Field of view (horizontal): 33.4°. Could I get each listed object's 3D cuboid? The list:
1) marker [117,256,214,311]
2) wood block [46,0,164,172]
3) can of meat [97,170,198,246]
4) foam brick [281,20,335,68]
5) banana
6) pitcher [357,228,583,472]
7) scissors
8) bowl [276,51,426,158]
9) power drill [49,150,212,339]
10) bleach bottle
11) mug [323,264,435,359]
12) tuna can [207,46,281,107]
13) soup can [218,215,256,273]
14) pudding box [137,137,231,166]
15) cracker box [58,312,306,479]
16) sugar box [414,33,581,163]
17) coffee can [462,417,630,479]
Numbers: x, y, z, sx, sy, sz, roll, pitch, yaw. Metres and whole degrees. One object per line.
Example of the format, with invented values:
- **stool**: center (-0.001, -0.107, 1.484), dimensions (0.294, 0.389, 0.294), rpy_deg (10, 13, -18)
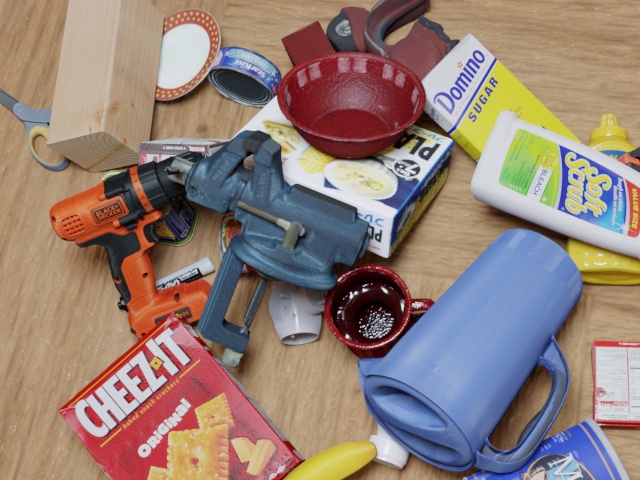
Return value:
- **marker**: center (-0.182, 0.052, 1.247), dimensions (0.121, 0.020, 0.020), rpy_deg (-25, 66, 2)
- **wood block**: center (-0.262, -0.200, 1.315), dimensions (0.091, 0.090, 0.206), rpy_deg (-9, 66, 27)
- **can of meat**: center (-0.205, -0.038, 1.252), dimensions (0.102, 0.084, 0.057), rpy_deg (8, 70, 15)
- **foam brick**: center (-0.007, -0.216, 1.285), dimensions (0.051, 0.078, 0.053), rpy_deg (-26, 66, 2)
- **banana**: center (-0.022, 0.274, 1.078), dimensions (0.069, 0.037, 0.197), rpy_deg (34, 80, 1)
- **pitcher**: center (0.169, 0.108, 1.071), dimensions (0.242, 0.145, 0.149), rpy_deg (-46, 111, -27)
- **scissors**: center (-0.366, -0.173, 1.377), dimensions (0.096, 0.016, 0.202), rpy_deg (-35, 66, -5)
- **bowl**: center (0.033, -0.139, 1.166), dimensions (0.162, 0.055, 0.162), rpy_deg (0, 44, 0)
- **power drill**: center (-0.180, 0.005, 1.182), dimensions (0.184, 0.187, 0.057), rpy_deg (-21, 24, 5)
- **bleach bottle**: center (0.288, -0.047, 1.098), dimensions (0.251, 0.068, 0.102), rpy_deg (22, 83, 18)
- **mug**: center (0.068, 0.081, 1.149), dimensions (0.117, 0.081, 0.093), rpy_deg (-10, 67, 8)
- **tuna can**: center (-0.091, -0.198, 1.291), dimensions (0.086, 0.086, 0.033), rpy_deg (15, 71, 17)
- **soup can**: center (-0.058, 0.001, 1.215), dimensions (0.102, 0.068, 0.068), rpy_deg (-4, 68, 9)
- **pudding box**: center (-0.153, -0.099, 1.251), dimensions (0.090, 0.113, 0.039), rpy_deg (2, 98, 13)
- **cracker box**: center (-0.145, 0.209, 1.130), dimensions (0.164, 0.072, 0.214), rpy_deg (-41, 79, -5)
- **sugar box**: center (0.195, -0.137, 1.196), dimensions (0.176, 0.048, 0.093), rpy_deg (44, 82, -2)
- **coffee can**: center (0.223, 0.248, 1.039), dimensions (0.140, 0.102, 0.103), rpy_deg (-25, 66, 1)
